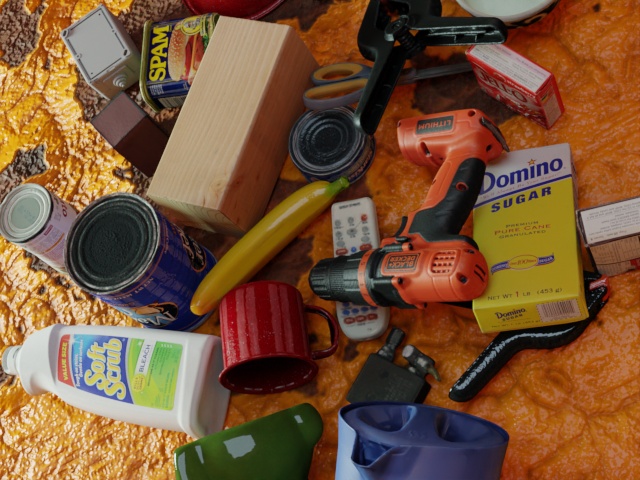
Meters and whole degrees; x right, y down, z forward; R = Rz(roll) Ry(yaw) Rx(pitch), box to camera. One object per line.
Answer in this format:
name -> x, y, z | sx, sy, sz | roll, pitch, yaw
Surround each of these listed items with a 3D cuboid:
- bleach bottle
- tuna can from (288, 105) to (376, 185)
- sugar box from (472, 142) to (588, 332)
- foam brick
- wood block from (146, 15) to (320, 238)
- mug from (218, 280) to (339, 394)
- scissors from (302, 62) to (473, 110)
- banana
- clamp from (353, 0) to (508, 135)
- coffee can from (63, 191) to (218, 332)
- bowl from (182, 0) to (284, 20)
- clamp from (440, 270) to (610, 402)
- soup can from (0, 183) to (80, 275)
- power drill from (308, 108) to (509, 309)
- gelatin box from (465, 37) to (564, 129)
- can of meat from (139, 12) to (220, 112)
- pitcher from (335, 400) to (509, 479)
bleach bottle -> -0.213, 0.136, 1.067 | 0.251, 0.068, 0.102 | 1, 71, 24
tuna can -> 0.011, -0.097, 1.088 | 0.086, 0.033, 0.086 | -8, 67, 18
sugar box -> 0.184, -0.006, 0.951 | 0.093, 0.048, 0.176 | -9, 51, 18
foam brick -> -0.200, -0.114, 1.153 | 0.051, 0.078, 0.053 | -46, 59, -1
wood block -> -0.086, -0.116, 1.102 | 0.091, 0.090, 0.206 | 13, 75, 25
mug -> -0.041, 0.089, 1.008 | 0.117, 0.093, 0.081 | -6, 61, -3
scissors -> 0.076, -0.174, 1.098 | 0.201, 0.016, 0.096 | -16, 32, -6
banana -> -0.055, 0.000, 1.055 | 0.197, 0.069, 0.037 | -43, 89, -6
clamp -> 0.078, -0.192, 1.051 | 0.164, 0.036, 0.210 | -37, 34, 6
coffee can -> -0.171, 0.026, 1.048 | 0.103, 0.140, 0.103 | -8, 67, 18
bowl -> -0.099, -0.326, 1.211 | 0.162, 0.055, 0.162 | -8, 66, 18
clamp -> 0.176, 0.077, 0.950 | 0.172, 0.039, 0.120 | -13, 67, 16
soup can -> -0.285, -0.011, 1.130 | 0.069, 0.102, 0.068 | -8, 66, 18
power drill -> 0.084, -0.025, 0.969 | 0.185, 0.057, 0.187 | -3, 59, 39
gelatin box -> 0.185, -0.151, 1.019 | 0.089, 0.073, 0.030 | 38, 86, 29
can of meat -> -0.147, -0.198, 1.178 | 0.084, 0.057, 0.102 | -5, 68, 16
pitcher -> 0.074, 0.254, 0.846 | 0.149, 0.145, 0.243 | 6, 95, -10
